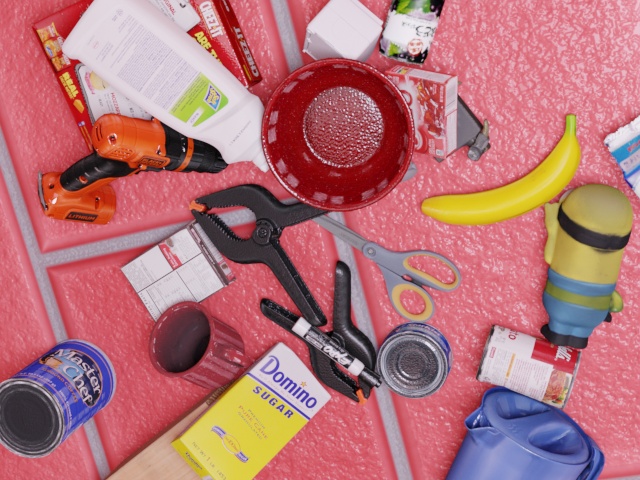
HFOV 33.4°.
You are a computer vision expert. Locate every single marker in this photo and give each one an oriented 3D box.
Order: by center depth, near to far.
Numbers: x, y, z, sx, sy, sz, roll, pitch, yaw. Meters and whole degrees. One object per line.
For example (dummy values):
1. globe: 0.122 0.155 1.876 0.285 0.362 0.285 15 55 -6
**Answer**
1. marker: 0.020 0.131 1.230 0.121 0.020 0.020 37 111 -1

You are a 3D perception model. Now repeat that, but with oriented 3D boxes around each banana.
1. banana: 0.207 -0.058 1.162 0.198 0.037 0.070 -31 75 19

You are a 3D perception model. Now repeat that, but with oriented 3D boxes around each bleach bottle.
1. bleach bottle: -0.149 -0.160 1.146 0.251 0.068 0.103 41 110 -3

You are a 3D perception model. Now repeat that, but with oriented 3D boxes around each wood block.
1. wood block: -0.169 0.272 1.322 0.206 0.090 0.090 -39 92 21

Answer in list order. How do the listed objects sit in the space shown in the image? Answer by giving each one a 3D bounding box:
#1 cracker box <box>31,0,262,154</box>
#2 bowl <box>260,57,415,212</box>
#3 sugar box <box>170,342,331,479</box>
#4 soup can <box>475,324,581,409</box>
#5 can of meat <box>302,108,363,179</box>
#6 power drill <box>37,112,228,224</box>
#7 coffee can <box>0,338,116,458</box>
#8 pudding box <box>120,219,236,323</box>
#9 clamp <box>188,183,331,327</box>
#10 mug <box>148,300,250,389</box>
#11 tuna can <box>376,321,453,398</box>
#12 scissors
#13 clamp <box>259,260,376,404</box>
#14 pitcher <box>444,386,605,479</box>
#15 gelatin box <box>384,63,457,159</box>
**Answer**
1. cracker box: -0.196 -0.213 1.213 0.214 0.072 0.164 -20 100 18
2. bowl: 0.021 -0.114 1.123 0.162 0.055 0.162 3 107 8
3. sugar box: -0.078 0.207 1.234 0.093 0.176 0.048 49 151 -3
4. soup can: 0.231 0.140 1.188 0.102 0.068 0.068 17 108 11
5. can of meat: 0.006 -0.108 1.192 0.102 0.057 0.084 6 103 13
6. power drill: -0.220 -0.080 1.226 0.188 0.184 0.057 -29 64 35
7. coffee can: -0.329 0.192 1.319 0.103 0.140 0.103 4 105 15
8. pudding box: -0.173 0.040 1.291 0.114 0.039 0.090 -31 95 22
9. clamp: -0.058 0.002 1.233 0.210 0.036 0.164 13 95 19
10. mug: -0.133 0.129 1.260 0.117 0.081 0.093 7 72 33
11. tuna can: 0.109 0.140 1.239 0.086 0.033 0.086 4 105 15
12. scissors: 0.062 0.032 1.234 0.202 0.016 0.096 17 108 11
13. clamp: 0.020 0.109 1.255 0.120 0.039 0.171 -36 96 26
14. pitcher: 0.205 0.300 1.214 0.149 0.144 0.243 32 114 18
15. gelatin box: 0.106 -0.136 1.126 0.073 0.030 0.089 18 127 30
